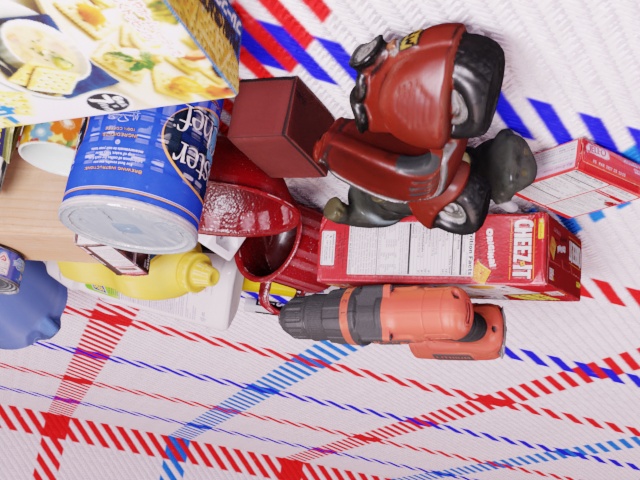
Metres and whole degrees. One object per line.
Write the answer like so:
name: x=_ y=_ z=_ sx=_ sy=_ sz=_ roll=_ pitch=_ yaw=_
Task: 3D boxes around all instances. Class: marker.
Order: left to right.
marker: x=-0.042 y=0.095 z=1.433 sx=0.121 sy=0.020 sz=0.020 roll=8 pitch=161 yaw=3

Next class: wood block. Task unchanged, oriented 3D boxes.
wood block: x=-0.296 y=-0.034 z=1.068 sx=0.206 sy=0.090 sz=0.090 roll=2 pitch=161 yaw=19

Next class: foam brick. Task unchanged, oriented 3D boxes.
foam brick: x=-0.029 y=-0.088 z=0.840 sx=0.051 sy=0.053 sz=0.078 roll=-1 pitch=158 yaw=26

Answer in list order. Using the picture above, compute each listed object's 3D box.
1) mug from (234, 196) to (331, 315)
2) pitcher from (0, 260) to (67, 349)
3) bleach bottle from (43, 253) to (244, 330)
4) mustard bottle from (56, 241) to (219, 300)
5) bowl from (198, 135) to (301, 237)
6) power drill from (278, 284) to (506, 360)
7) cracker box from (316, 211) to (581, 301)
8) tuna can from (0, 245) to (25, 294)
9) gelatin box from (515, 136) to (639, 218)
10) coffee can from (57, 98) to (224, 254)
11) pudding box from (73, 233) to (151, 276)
mug: x=-0.028 y=0.017 z=1.057 sx=0.093 sy=0.117 sz=0.081 roll=4 pitch=168 yaw=45
pitcher: x=-0.409 y=0.027 z=1.267 sx=0.149 sy=0.145 sz=0.243 roll=-5 pitch=156 yaw=5
bleach bottle: x=-0.216 y=0.027 z=1.232 sx=0.251 sy=0.068 sz=0.103 roll=14 pitch=119 yaw=5
mustard bottle: x=-0.179 y=0.019 z=1.101 sx=0.192 sy=0.096 sz=0.058 roll=14 pitch=130 yaw=36
bowl: x=-0.094 y=-0.050 z=0.924 sx=0.162 sy=0.055 sz=0.162 roll=5 pitch=165 yaw=1
power drill: x=0.078 y=0.078 z=0.991 sx=0.185 sy=0.057 sz=0.187 roll=-2 pitch=171 yaw=31
cracker box: x=0.125 y=0.016 z=1.008 sx=0.214 sy=0.072 sz=0.164 roll=0 pitch=172 yaw=24
tuna can: x=-0.341 y=0.026 z=1.070 sx=0.086 sy=0.033 sz=0.086 roll=8 pitch=162 yaw=2
gelatin box: x=0.208 y=-0.050 z=0.873 sx=0.073 sy=0.030 sz=0.089 roll=20 pitch=160 yaw=-26
coffee can: x=-0.130 y=-0.072 z=0.796 sx=0.103 sy=0.140 sz=0.103 roll=8 pitch=161 yaw=3
pudding box: x=-0.184 y=-0.034 z=0.979 sx=0.039 sy=0.113 sz=0.090 roll=0 pitch=160 yaw=17
